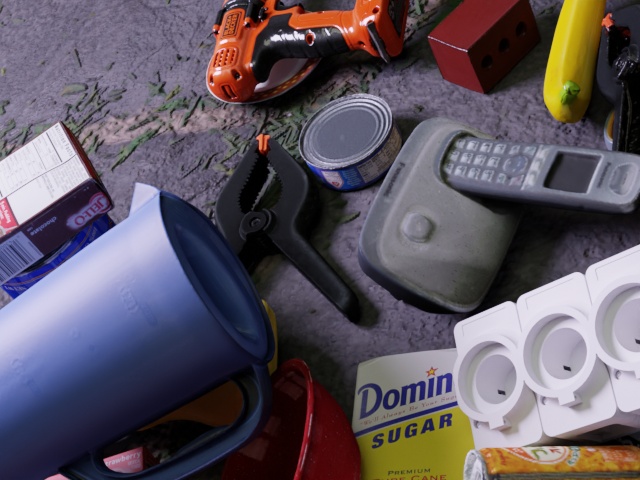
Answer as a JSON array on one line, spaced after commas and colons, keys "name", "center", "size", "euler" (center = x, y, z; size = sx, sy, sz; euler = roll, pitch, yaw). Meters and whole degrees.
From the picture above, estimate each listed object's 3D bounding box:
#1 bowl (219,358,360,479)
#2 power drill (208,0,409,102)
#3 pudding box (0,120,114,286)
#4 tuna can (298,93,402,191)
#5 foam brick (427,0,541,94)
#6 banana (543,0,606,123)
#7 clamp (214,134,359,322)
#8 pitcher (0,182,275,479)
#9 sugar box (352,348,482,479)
[{"name": "bowl", "center": [-0.019, 0.161, 0.689], "size": [0.162, 0.055, 0.162], "euler": [-58, 19, 33]}, {"name": "power drill", "center": [-0.011, -0.218, 1.012], "size": [0.188, 0.057, 0.184], "euler": [-8, 54, 25]}, {"name": "pudding box", "center": [-0.220, -0.028, 0.803], "size": [0.113, 0.039, 0.090], "euler": [-33, 44, -4]}, {"name": "tuna can", "center": [0.027, -0.084, 0.921], "size": [0.086, 0.033, 0.086], "euler": [-15, 47, 17]}, {"name": "foam brick", "center": [0.141, -0.175, 0.923], "size": [0.078, 0.053, 0.051], "euler": [-45, 46, -12]}, {"name": "banana", "center": [0.209, -0.154, 0.862], "size": [0.037, 0.070, 0.197], "euler": [21, 49, -2]}, {"name": "clamp", "center": [-0.056, 0.001, 0.891], "size": [0.165, 0.036, 0.210], "euler": [-18, 50, 13]}, {"name": "pitcher", "center": [-0.156, 0.090, 0.715], "size": [0.243, 0.145, 0.149], "euler": [-32, 33, 10]}, {"name": "sugar box", "center": [0.064, 0.154, 0.688], "size": [0.093, 0.048, 0.176], "euler": [-10, 50, 20]}]
